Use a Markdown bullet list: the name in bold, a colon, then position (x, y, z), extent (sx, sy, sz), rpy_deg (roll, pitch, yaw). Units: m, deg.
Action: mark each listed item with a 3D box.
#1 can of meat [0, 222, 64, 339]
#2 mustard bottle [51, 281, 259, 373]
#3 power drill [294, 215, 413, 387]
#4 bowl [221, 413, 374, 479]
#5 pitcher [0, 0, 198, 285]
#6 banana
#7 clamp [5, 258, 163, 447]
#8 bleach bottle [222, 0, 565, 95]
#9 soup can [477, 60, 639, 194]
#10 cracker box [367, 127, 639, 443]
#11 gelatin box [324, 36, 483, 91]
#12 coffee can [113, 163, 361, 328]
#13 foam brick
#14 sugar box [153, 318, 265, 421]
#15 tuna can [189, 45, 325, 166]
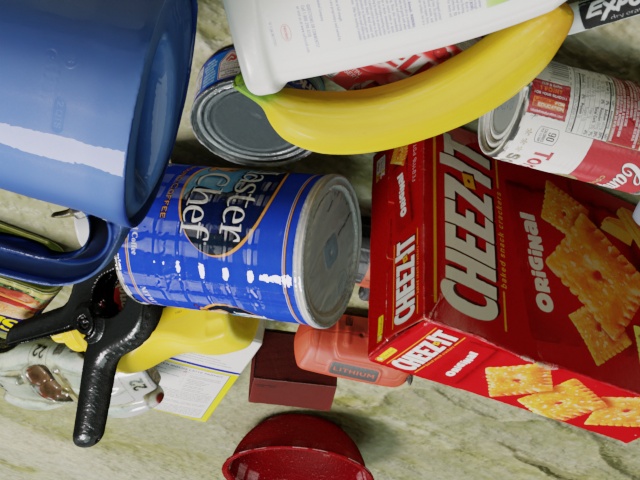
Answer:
- **can of meat**: position (-0.266, 0.030, 0.867), extent (0.102, 0.057, 0.084), rpy_deg (22, 140, -25)
- **mustard bottle**: position (-0.139, 0.055, 0.852), extent (0.192, 0.096, 0.058), rpy_deg (-15, 152, 28)
- **power drill**: position (0.035, 0.048, 0.857), extent (0.184, 0.057, 0.188), rpy_deg (14, 147, -8)
- **bowl**: position (-0.022, 0.228, 1.137), extent (0.162, 0.055, 0.162), rpy_deg (3, 147, 2)
- **pitcher**: position (-0.192, -0.086, 0.539), extent (0.243, 0.149, 0.145), rpy_deg (13, 145, 1)
- **banana**: position (0.051, -0.086, 0.615), extent (0.198, 0.037, 0.069), rpy_deg (-11, 144, 17)
- **clamp**: position (-0.165, 0.073, 0.808), extent (0.172, 0.120, 0.039), rpy_deg (-42, 166, 28)
- **bleach bottle**: position (0.077, -0.143, 0.543), extent (0.251, 0.068, 0.102), rpy_deg (-7, 117, 14)
- **soup can**: position (0.156, -0.072, 0.651), extent (0.102, 0.068, 0.069), rpy_deg (13, 146, -13)
- **cracker box**: position (0.140, 0.026, 0.715), extent (0.213, 0.164, 0.072), rpy_deg (21, 142, -23)
- **gelatin box**: position (0.053, -0.108, 0.643), extent (0.089, 0.030, 0.073), rpy_deg (29, 139, -33)
- **coffee can**: position (-0.055, 0.001, 0.729), extent (0.140, 0.102, 0.102), rpy_deg (6, 149, 23)
- **foam brick**: position (-0.024, 0.118, 0.976), extent (0.078, 0.051, 0.053), rpy_deg (8, 146, -5)
- **sugar box**: position (-0.120, 0.104, 0.972), extent (0.093, 0.048, 0.176), rpy_deg (17, 141, -15)
- **tuna can**: position (-0.039, -0.086, 0.684), extent (0.086, 0.033, 0.086), rpy_deg (3, 146, 2)
